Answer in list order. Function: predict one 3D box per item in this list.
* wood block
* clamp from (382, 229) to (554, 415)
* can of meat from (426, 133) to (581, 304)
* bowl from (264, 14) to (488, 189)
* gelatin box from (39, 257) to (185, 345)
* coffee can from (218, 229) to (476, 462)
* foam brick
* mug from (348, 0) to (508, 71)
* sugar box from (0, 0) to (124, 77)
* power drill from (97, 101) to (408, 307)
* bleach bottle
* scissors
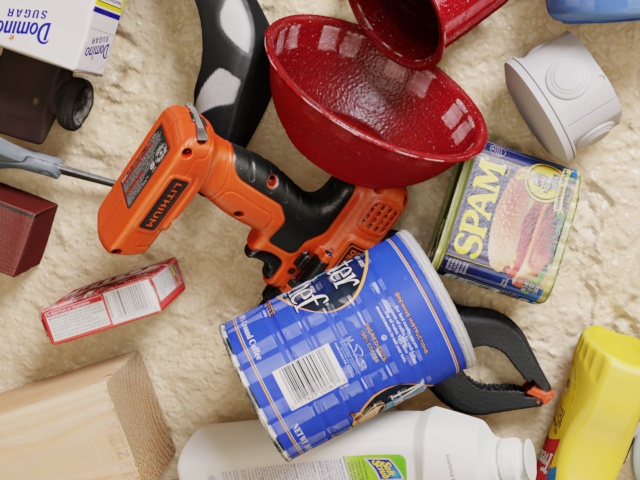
[{"bbox_3d":[-0.228,0.163,0.807,0.206,0.090,0.090,-18,97,10],"label":"wood block"},{"bbox_3d":[0.084,0.084,0.784,0.171,0.039,0.120,35,103,3],"label":"clamp"},{"bbox_3d":[0.127,-0.013,0.743,0.084,0.057,0.102,18,84,0],"label":"can of meat"},{"bbox_3d":[0.028,-0.084,0.709,0.162,0.162,0.055,29,123,0],"label":"bowl"},{"bbox_3d":[-0.152,0.043,0.785,0.089,0.073,0.030,-17,97,10],"label":"gelatin box"},{"bbox_3d":[0.018,0.070,0.710,0.140,0.103,0.103,-27,97,-2],"label":"coffee can"},{"bbox_3d":[-0.245,-0.013,0.796,0.078,0.053,0.051,20,102,3],"label":"foam brick"},{"bbox_3d":[0.068,-0.176,0.710,0.081,0.117,0.093,-37,130,-22],"label":"mug"},{"bbox_3d":[-0.165,-0.206,0.703,0.093,0.048,0.176,21,100,16],"label":"sugar box"},{"bbox_3d":[-0.055,0.001,0.737,0.187,0.057,0.185,23,112,-33],"label":"power drill"},{"bbox_3d":[0.028,0.170,0.754,0.251,0.068,0.102,-9,113,24],"label":"bleach bottle"},{"bbox_3d":[-0.215,-0.054,0.795,0.201,0.096,0.016,20,74,-26],"label":"scissors"}]
